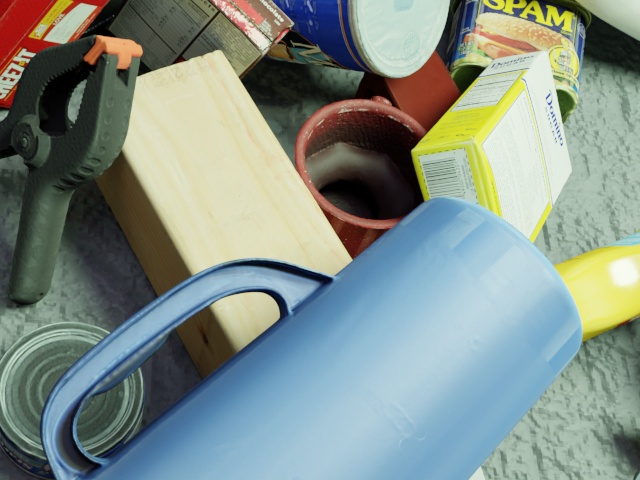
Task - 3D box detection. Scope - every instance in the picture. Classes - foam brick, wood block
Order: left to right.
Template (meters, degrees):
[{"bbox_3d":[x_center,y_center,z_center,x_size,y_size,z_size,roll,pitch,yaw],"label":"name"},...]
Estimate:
[{"bbox_3d":[-0.055,0.001,0.640,0.090,0.091,0.206,-23,69,-23],"label":"wood block"},{"bbox_3d":[0.065,-0.087,0.739,0.051,0.053,0.078,-17,66,-21],"label":"foam brick"}]

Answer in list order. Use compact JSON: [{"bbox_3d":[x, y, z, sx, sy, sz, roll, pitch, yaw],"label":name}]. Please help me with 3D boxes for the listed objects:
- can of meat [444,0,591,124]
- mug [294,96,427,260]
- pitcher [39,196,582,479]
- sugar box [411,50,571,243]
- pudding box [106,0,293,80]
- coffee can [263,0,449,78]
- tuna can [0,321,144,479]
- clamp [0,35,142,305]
[{"bbox_3d":[0.142,-0.137,0.784,0.102,0.057,0.084,16,61,-4],"label":"can of meat"},{"bbox_3d":[0.024,-0.039,0.685,0.093,0.082,0.117,15,59,-5],"label":"mug"},{"bbox_3d":[0.001,0.083,0.502,0.242,0.149,0.145,-42,49,-17],"label":"pitcher"},{"bbox_3d":[0.113,-0.049,0.673,0.048,0.093,0.176,-7,22,26],"label":"sugar box"},{"bbox_3d":[-0.080,-0.139,0.687,0.090,0.114,0.039,44,58,-10],"label":"pudding box"},{"bbox_3d":[0.000,-0.166,0.704,0.141,0.103,0.102,15,51,37],"label":"coffee can"},{"bbox_3d":[-0.142,0.090,0.602,0.086,0.034,0.086,6,60,-10],"label":"tuna can"},{"bbox_3d":[-0.167,-0.060,0.623,0.120,0.172,0.039,43,23,16],"label":"clamp"}]
